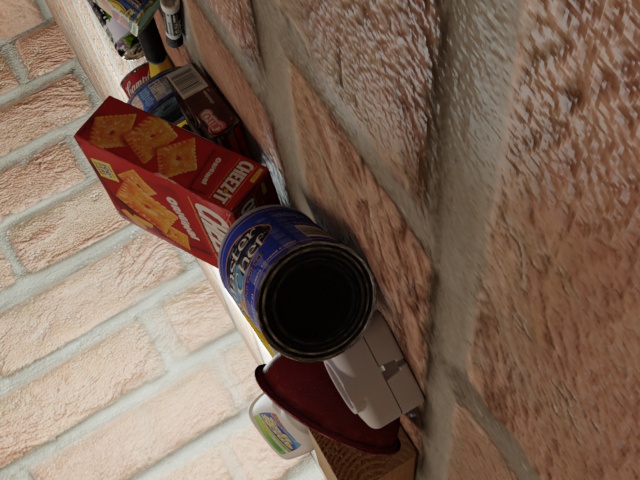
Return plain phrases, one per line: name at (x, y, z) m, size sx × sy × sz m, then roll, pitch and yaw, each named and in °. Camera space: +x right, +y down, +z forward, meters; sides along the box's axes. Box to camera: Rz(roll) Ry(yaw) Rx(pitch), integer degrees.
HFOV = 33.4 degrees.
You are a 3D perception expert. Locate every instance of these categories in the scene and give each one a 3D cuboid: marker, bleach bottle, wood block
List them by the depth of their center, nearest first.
marker at (-0.151, -0.224, 1.092) m, size 0.020 × 0.020 × 0.121 m, roll 60°, pitch 171°, yaw 5°
wood block at (0.050, 0.254, 1.236) m, size 0.091 × 0.090 × 0.206 m, roll 57°, pitch 171°, yaw 22°
bleach bottle at (-0.034, 0.220, 1.348) m, size 0.102 × 0.068 × 0.251 m, roll 53°, pitch 164°, yaw 7°

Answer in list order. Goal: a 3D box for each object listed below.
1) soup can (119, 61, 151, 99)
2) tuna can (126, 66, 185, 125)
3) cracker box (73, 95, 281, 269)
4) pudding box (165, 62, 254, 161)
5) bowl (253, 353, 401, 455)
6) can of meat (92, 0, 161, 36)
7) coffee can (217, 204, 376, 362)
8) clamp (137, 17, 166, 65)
soup can at (-0.209, -0.176, 1.398) m, size 0.102 × 0.068 × 0.068 m, roll 59°, pitch 171°, yaw 7°
tuna can at (-0.174, -0.158, 1.210) m, size 0.034 × 0.086 × 0.086 m, roll 57°, pitch 171°, yaw 11°
cracker box at (-0.140, -0.046, 1.132) m, size 0.214 × 0.072 × 0.164 m, roll 27°, pitch 157°, yaw 25°
pudding box at (-0.115, -0.123, 1.137) m, size 0.114 × 0.039 × 0.090 m, roll 55°, pitch 170°, yaw 35°
bowl at (0.018, 0.141, 1.036) m, size 0.162 × 0.055 × 0.162 m, roll 27°, pitch -172°, yaw -5°
can of meat at (-0.202, -0.258, 1.078) m, size 0.084 × 0.057 × 0.102 m, roll 38°, pitch 175°, yaw -10°
coffee can at (-0.023, 0.033, 0.918) m, size 0.103 × 0.102 × 0.140 m, roll 64°, pitch 170°, yaw -21°
clamp at (-0.218, -0.289, 1.199) m, size 0.120 × 0.039 × 0.171 m, roll 51°, pitch 161°, yaw 28°
